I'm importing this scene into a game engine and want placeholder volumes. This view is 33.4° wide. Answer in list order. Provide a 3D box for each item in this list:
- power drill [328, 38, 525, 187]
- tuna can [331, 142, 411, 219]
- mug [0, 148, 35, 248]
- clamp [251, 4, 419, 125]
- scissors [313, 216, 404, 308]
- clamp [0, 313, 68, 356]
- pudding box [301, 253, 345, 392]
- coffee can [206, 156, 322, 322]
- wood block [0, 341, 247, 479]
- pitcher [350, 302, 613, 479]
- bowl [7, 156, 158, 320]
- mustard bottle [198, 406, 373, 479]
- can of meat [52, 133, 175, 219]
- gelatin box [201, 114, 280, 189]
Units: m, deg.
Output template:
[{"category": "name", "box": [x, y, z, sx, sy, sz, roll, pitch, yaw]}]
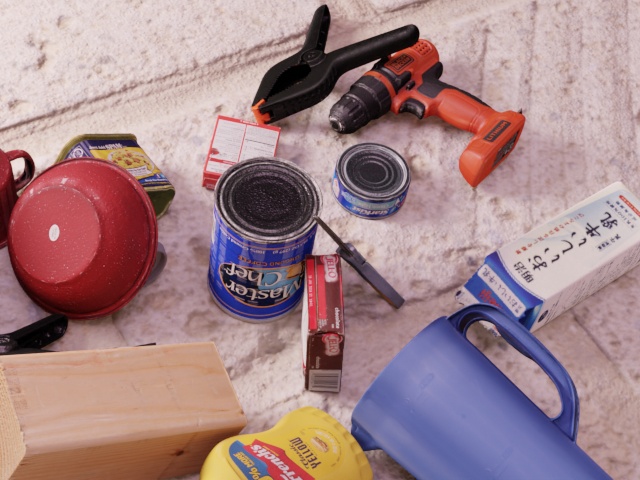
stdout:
[{"category": "power drill", "box": [0.125, -0.143, 1.229, 0.188, 0.057, 0.184, 37, 57, 17]}, {"category": "tuna can", "box": [0.056, -0.067, 1.178, 0.086, 0.034, 0.086, 4, 54, -6]}, {"category": "mug", "box": [-0.338, -0.053, 1.075, 0.117, 0.081, 0.093, -34, 66, -28]}, {"category": "clamp", "box": [0.005, -0.203, 1.238, 0.165, 0.036, 0.209, 16, 53, 39]}, {"category": "scissors", "box": [0.022, 0.007, 1.042, 0.016, 0.201, 0.096, -47, 45, -2]}, {"category": "clamp", "box": [-0.282, 0.101, 0.957, 0.171, 0.039, 0.120, 1, 14, -28]}, {"category": "pudding box", "box": [0.002, 0.079, 1.014, 0.039, 0.113, 0.090, 1, 54, -3]}, {"category": "coffee can", "box": [-0.057, 0.001, 1.044, 0.102, 0.140, 0.103, 4, 54, -6]}, {"category": "wood block", "box": [-0.179, 0.151, 0.900, 0.205, 0.091, 0.090, 1, 51, -41]}, {"category": "pitcher", "box": [0.160, 0.183, 0.952, 0.243, 0.149, 0.144, 41, 45, 16]}, {"category": "bowl", "box": [-0.239, -0.004, 1.019, 0.162, 0.055, 0.162, -1, 86, 15]}, {"category": "mustard bottle", "box": [-0.045, 0.205, 0.903, 0.191, 0.058, 0.096, -13, 52, -49]}, {"category": "can of meat", "box": [-0.210, -0.062, 1.100, 0.084, 0.058, 0.101, 48, 28, 21]}, {"category": "gelatin box", "box": [-0.087, -0.091, 1.176, 0.073, 0.030, 0.089, 11, 54, -3]}]
